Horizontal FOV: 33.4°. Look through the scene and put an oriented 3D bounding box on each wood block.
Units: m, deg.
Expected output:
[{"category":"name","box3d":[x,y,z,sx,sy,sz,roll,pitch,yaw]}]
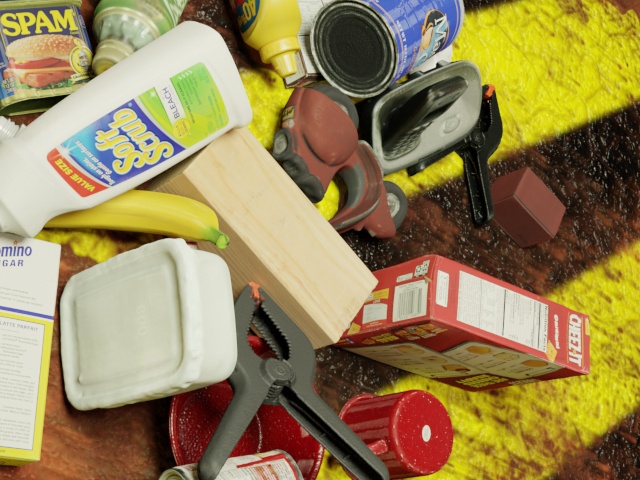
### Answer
[{"category":"wood block","box3d":[-0.056,0.001,0.983,0.206,0.091,0.090,49,51,-15]}]

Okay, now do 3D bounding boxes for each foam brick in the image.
[{"category":"foam brick","box3d":[0.239,-0.038,1.253,0.078,0.053,0.051,43,54,-21]}]

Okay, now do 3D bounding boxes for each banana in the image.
[{"category":"banana","box3d":[-0.171,-0.024,0.895,0.198,0.069,0.037,5,98,1]}]

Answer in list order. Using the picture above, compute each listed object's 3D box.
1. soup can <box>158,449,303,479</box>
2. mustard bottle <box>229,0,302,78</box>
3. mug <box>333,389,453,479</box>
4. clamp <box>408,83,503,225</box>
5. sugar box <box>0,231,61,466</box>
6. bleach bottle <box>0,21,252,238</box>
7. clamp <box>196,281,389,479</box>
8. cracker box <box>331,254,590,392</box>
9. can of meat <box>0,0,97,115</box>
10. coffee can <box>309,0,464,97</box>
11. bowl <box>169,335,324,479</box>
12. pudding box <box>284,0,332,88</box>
[{"category":"soup can","box3d":[-0.071,0.206,0.845,0.102,0.069,0.068,-1,77,-38]},{"category":"mustard bottle","box3d":[-0.063,-0.253,1.055,0.058,0.096,0.191,-20,89,-25]},{"category":"mug","box3d":[0.065,0.190,1.023,0.117,0.082,0.093,-9,81,-40]},{"category":"clamp","box3d":[0.161,-0.113,1.226,0.120,0.039,0.171,28,60,-31]},{"category":"sugar box","box3d":[-0.259,0.081,0.828,0.093,0.048,0.176,16,63,-34]},{"category":"bleach bottle","box3d":[-0.175,-0.074,0.858,0.250,0.068,0.102,-39,131,-23]},{"category":"clamp","box3d":[-0.030,0.124,0.888,0.164,0.036,0.210,14,40,-24]},{"category":"cracker box","box3d":[0.135,0.086,1.058,0.213,0.164,0.072,20,66,-32]},{"category":"can of meat","box3d":[-0.243,-0.156,0.909,0.101,0.058,0.084,-16,88,-40]},{"category":"coffee can","box3d":[0.070,-0.218,1.092,0.140,0.103,0.103,-39,101,-45]},{"category":"bowl","box3d":[-0.074,0.167,0.938,0.161,0.055,0.162,13,68,-35]},{"category":"pudding box","box3d":[-0.007,-0.220,1.127,0.089,0.039,0.113,-10,80,-41]}]
